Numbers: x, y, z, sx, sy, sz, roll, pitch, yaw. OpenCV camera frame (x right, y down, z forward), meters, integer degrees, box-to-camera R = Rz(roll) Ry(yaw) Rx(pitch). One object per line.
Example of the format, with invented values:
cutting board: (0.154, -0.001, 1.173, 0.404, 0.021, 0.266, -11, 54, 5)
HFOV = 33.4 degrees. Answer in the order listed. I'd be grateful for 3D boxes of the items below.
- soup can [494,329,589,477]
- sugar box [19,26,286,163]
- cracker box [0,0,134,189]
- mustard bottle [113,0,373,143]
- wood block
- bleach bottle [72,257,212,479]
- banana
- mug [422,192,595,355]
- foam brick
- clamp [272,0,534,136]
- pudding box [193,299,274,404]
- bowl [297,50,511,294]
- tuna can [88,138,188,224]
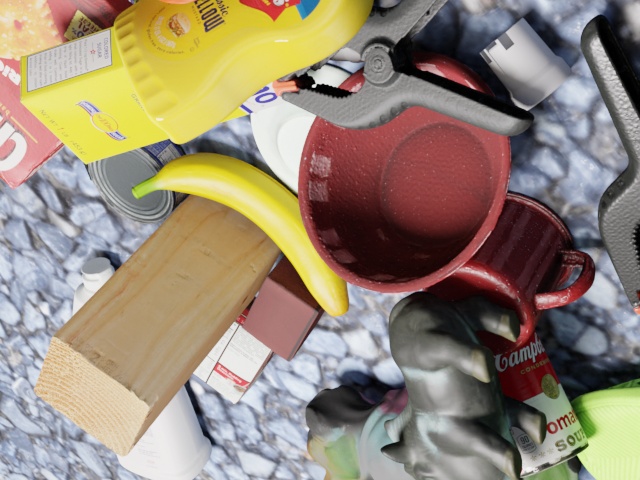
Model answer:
soup can: (0.148, 0.118, 0.795, 0.069, 0.068, 0.102, -34, 76, 46)
sugar box: (-0.107, -0.113, 0.741, 0.176, 0.048, 0.093, -13, 152, 15)
cracker box: (-0.230, -0.161, 0.821, 0.164, 0.072, 0.214, 46, 128, -9)
mustard bottle: (-0.027, -0.142, 0.639, 0.192, 0.096, 0.058, -29, 147, 9)
wood block: (-0.124, 0.058, 0.855, 0.090, 0.205, 0.091, 35, 138, 4)
bleach bottle: (-0.184, 0.128, 1.066, 0.103, 0.068, 0.251, 10, 128, 28)
banana: (-0.050, -0.017, 0.851, 0.198, 0.037, 0.070, 31, 99, 4)
mug: (0.132, 0.027, 0.745, 0.117, 0.081, 0.093, 3, 127, 33)
foam brick: (-0.023, 0.052, 0.895, 0.051, 0.052, 0.078, 34, 136, 5)
clamp: (0.051, -0.105, 0.667, 0.172, 0.039, 0.120, -18, 89, 35)
pudding box: (-0.088, 0.091, 0.984, 0.090, 0.039, 0.114, 36, 136, 4)
bowl: (0.064, -0.042, 0.718, 0.162, 0.055, 0.162, -6, 79, 34)
tuna can: (-0.152, -0.058, 0.903, 0.086, 0.033, 0.086, 19, 134, 20)
